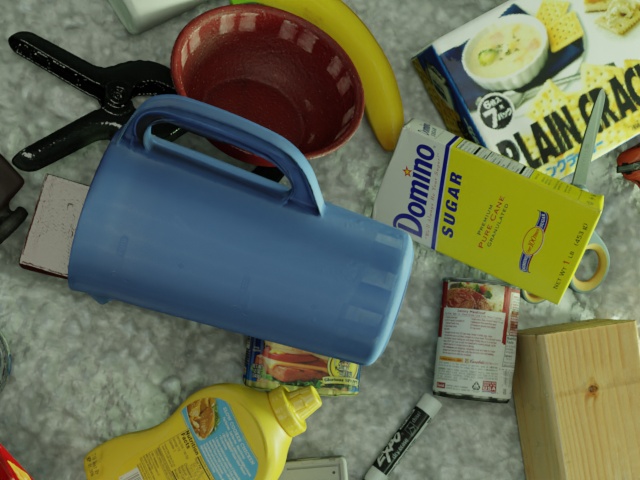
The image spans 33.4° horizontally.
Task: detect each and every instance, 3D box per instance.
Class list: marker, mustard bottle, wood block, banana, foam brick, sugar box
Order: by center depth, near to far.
[{"bbox_3d":[-0.086,0.168,0.847,0.192,0.058,0.096,-30,78,6],"label":"mustard bottle"},{"bbox_3d":[-0.207,-0.009,0.865,0.051,0.053,0.078,17,83,-10],"label":"foam brick"},{"bbox_3d":[0.137,-0.026,0.894,0.176,0.048,0.093,23,114,10],"label":"sugar box"},{"bbox_3d":[0.230,0.176,0.923,0.090,0.090,0.206,-7,88,-11],"label":"wood block"},{"bbox_3d":[0.063,0.185,0.924,0.020,0.020,0.121,39,80,-7],"label":"marker"},{"bbox_3d":[0.014,-0.166,0.932,0.198,0.037,0.070,43,97,-5],"label":"banana"}]

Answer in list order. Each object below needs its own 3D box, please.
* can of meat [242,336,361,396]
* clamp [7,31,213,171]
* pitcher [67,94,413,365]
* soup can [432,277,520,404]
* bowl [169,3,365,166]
[{"bbox_3d":[-0.013,0.085,0.897,0.102,0.057,0.084,7,88,-10],"label":"can of meat"},{"bbox_3d":[-0.175,-0.104,0.875,0.171,0.039,0.120,8,75,-15],"label":"clamp"},{"bbox_3d":[-0.055,0.001,0.802,0.243,0.149,0.145,18,74,-1],"label":"pitcher"},{"bbox_3d":[0.134,0.086,0.920,0.068,0.068,0.102,7,85,-11],"label":"soup can"},{"bbox_3d":[-0.048,-0.116,0.873,0.162,0.055,0.162,10,55,-15],"label":"bowl"}]
